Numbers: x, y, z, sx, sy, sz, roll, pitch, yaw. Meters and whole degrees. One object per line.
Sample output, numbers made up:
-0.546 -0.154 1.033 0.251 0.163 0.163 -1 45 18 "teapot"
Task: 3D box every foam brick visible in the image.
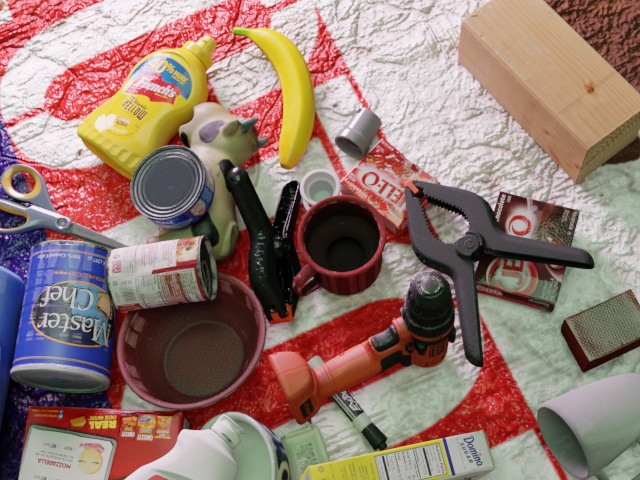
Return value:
0.296 0.094 1.105 0.078 0.051 0.053 -23 70 -3 "foam brick"

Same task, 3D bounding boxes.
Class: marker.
0.028 0.171 1.119 0.020 0.020 0.121 -38 70 -9 "marker"

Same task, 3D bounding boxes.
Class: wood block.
0.255 -0.178 1.191 0.090 0.090 0.206 -36 70 -9 "wood block"

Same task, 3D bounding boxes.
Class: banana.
-0.041 -0.176 1.249 0.070 0.037 0.198 -23 68 9 "banana"

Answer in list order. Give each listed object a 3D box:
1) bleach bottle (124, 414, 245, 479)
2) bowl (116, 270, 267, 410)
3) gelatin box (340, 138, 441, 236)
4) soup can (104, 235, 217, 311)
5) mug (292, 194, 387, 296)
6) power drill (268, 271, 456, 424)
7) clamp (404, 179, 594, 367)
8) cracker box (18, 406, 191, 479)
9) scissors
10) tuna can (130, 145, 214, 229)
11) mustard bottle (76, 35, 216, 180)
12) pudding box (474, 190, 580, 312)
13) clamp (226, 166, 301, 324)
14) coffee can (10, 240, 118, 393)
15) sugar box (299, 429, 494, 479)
-0.170 0.263 1.005 0.103 0.068 0.250 38 76 14 "bleach bottle"
-0.130 0.113 1.127 0.162 0.055 0.162 -5 58 9 "bowl"
0.078 -0.060 1.195 0.089 0.030 0.073 40 78 18 "gelatin box"
-0.165 0.035 1.109 0.102 0.068 0.068 -8 69 8 "soup can"
0.017 0.018 1.144 0.093 0.081 0.117 42 77 18 "mug"
0.046 0.107 1.049 0.187 0.184 0.057 -23 63 -6 "power drill"
0.169 0.006 1.119 0.164 0.036 0.210 -35 66 0 "clamp"
-0.222 0.279 1.075 0.164 0.072 0.213 1 70 6 "cracker box"
-0.298 -0.036 1.230 0.202 0.016 0.096 7 70 8 "scissors"
-0.156 -0.056 1.133 0.086 0.033 0.086 -7 67 16 "tuna can"
-0.188 -0.165 1.246 0.096 0.058 0.191 34 76 21 "mustard bottle"
0.221 0.012 1.149 0.090 0.039 0.113 15 71 12 "pudding box"
-0.058 0.001 1.147 0.039 0.120 0.171 -19 66 36 "clamp"
-0.267 0.083 1.136 0.103 0.103 0.140 1 70 6 "coffee can"
0.071 0.228 1.036 0.176 0.093 0.048 -11 70 -14 "sugar box"
